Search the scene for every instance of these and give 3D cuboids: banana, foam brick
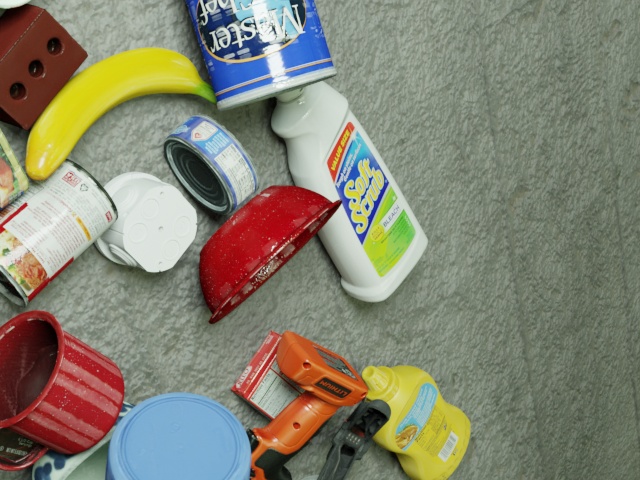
[{"bbox_3d":[-0.164,-0.111,0.846,0.197,0.070,0.037,-32,165,-39],"label":"banana"},{"bbox_3d":[-0.223,-0.130,0.793,0.078,0.051,0.053,-56,133,-15],"label":"foam brick"}]

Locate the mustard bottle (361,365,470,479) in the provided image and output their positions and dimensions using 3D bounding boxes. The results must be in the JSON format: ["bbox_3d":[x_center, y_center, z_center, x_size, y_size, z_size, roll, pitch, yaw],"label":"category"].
[{"bbox_3d":[0.099,0.195,1.195,0.096,0.058,0.191,-56,133,-17],"label":"mustard bottle"}]

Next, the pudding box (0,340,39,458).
[{"bbox_3d":[-0.266,0.116,0.839,0.113,0.039,0.090,26,83,-45],"label":"pudding box"}]

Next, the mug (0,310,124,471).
[{"bbox_3d":[-0.209,0.122,0.806,0.081,0.093,0.117,43,74,-46],"label":"mug"}]

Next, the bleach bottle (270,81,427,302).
[{"bbox_3d":[0.015,-0.058,1.036,0.102,0.068,0.250,-49,129,-21],"label":"bleach bottle"}]

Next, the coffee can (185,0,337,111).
[{"bbox_3d":[-0.055,-0.187,0.870,0.102,0.103,0.140,-22,98,-37],"label":"coffee can"}]

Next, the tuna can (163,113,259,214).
[{"bbox_3d":[-0.094,-0.064,0.912,0.033,0.086,0.086,-43,128,-23],"label":"tuna can"}]

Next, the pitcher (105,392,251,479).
[{"bbox_3d":[-0.133,0.235,0.879,0.149,0.145,0.243,-45,158,-39],"label":"pitcher"}]

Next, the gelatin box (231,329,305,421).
[{"bbox_3d":[-0.039,0.143,1.070,0.073,0.030,0.089,-56,133,-13],"label":"gelatin box"}]

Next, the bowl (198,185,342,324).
[{"bbox_3d":[-0.056,0.001,0.954,0.055,0.162,0.162,47,63,3],"label":"bowl"}]

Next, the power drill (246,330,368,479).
[{"bbox_3d":[-0.058,0.176,1.008,0.188,0.057,0.184,-50,135,11],"label":"power drill"}]

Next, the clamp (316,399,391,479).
[{"bbox_3d":[0.037,0.196,1.080,0.120,0.039,0.171,-51,180,11],"label":"clamp"}]

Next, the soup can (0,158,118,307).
[{"bbox_3d":[-0.216,-0.007,0.828,0.102,0.069,0.068,-47,130,-24],"label":"soup can"}]
